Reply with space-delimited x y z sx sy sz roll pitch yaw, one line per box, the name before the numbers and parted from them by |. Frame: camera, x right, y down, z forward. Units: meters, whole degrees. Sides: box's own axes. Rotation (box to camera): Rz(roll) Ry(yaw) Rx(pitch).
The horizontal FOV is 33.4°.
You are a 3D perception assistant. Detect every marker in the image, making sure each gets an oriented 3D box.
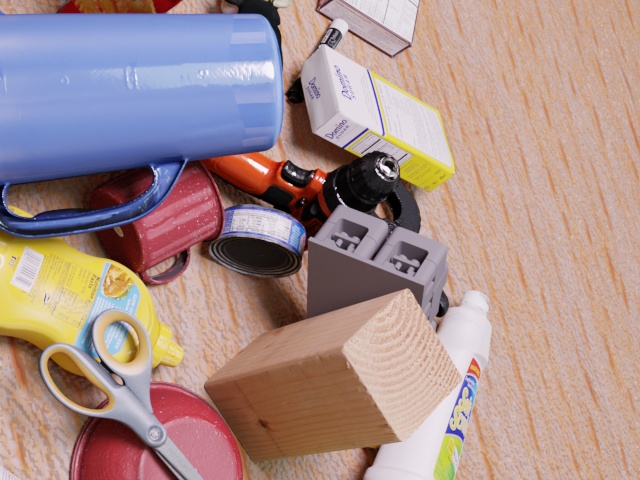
marker | -0.003 -0.185 1.105 0.020 0.020 0.121 42 56 -20

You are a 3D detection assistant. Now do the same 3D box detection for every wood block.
wood block | 0.005 0.119 0.899 0.090 0.207 0.091 -38 101 -38

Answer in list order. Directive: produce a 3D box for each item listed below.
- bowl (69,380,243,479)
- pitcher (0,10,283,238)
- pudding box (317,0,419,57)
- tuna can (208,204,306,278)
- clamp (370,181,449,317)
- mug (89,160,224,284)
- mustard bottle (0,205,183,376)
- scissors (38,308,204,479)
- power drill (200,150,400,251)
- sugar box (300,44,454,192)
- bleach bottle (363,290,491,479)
bowl | -0.121 0.193 0.879 0.161 0.055 0.162 11 71 -35
pitcher | -0.154 -0.102 0.817 0.242 0.149 0.145 -6 42 -12
pudding box | 0.055 -0.266 1.163 0.113 0.039 0.090 25 63 -27
tuna can | -0.056 0.001 0.966 0.086 0.086 0.033 25 61 -29
clamp | 0.075 0.003 1.079 0.120 0.039 0.171 17 60 -18
mug | -0.141 -0.014 0.914 0.081 0.093 0.117 -31 132 -34
mustard bottle | -0.193 0.056 0.863 0.191 0.058 0.096 31 58 -26
scissors | -0.127 0.132 0.841 0.201 0.016 0.096 37 70 -16
power drill | -0.039 -0.069 0.950 0.187 0.185 0.057 34 58 -14
sugar box | 0.059 -0.122 1.090 0.176 0.048 0.093 21 44 -37
bleach bottle | 0.119 0.153 1.057 0.250 0.068 0.102 -66 149 -32
